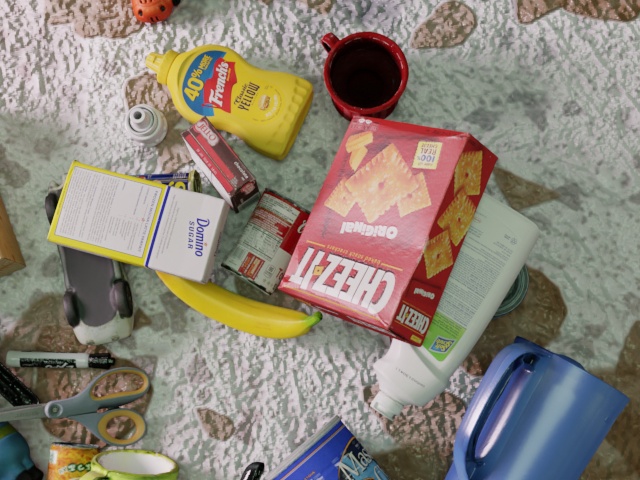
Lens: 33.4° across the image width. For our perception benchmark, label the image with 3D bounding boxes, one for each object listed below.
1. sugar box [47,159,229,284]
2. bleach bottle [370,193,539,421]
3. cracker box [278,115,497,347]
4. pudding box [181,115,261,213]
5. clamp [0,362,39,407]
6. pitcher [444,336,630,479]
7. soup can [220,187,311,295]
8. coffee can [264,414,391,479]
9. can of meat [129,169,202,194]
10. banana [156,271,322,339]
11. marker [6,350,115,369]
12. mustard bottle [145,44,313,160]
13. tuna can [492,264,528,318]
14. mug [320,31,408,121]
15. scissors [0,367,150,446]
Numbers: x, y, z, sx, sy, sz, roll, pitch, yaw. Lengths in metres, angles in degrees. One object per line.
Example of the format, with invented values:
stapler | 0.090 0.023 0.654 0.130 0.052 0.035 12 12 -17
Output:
sugar box | -0.195 -0.019 1.152 0.176 0.048 0.093 16 84 3
bleach bottle | 0.125 0.072 1.120 0.103 0.068 0.251 32 84 15
cracker box | 0.067 -0.017 1.113 0.164 0.072 0.213 17 80 44
pudding box | -0.108 -0.081 1.179 0.039 0.113 0.090 -37 83 -7
clamp | -0.399 0.098 1.158 0.210 0.165 0.036 34 63 15
pitcher | 0.201 0.227 1.115 0.149 0.145 0.243 30 87 5
soup can | -0.058 0.001 1.189 0.068 0.068 0.102 30 85 6
coffee can | 0.024 0.271 1.131 0.103 0.103 0.140 -40 83 -4
can of meat | -0.178 -0.027 1.203 0.084 0.057 0.102 -2 82 4
banana | -0.090 0.070 1.184 0.198 0.070 0.037 16 43 11
marker | -0.292 0.135 1.203 0.121 0.020 0.020 1 82 2
mustard bottle | -0.111 -0.171 1.219 0.191 0.058 0.096 24 83 5
tuna can | 0.188 0.044 1.191 0.086 0.034 0.086 0 82 2
mug | 0.043 -0.186 1.203 0.093 0.081 0.117 -44 83 -4
scissors | -0.277 0.200 1.164 0.201 0.016 0.096 -20 93 -21
